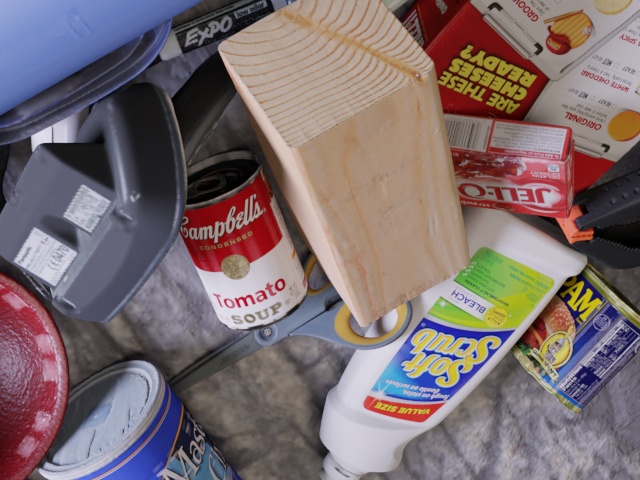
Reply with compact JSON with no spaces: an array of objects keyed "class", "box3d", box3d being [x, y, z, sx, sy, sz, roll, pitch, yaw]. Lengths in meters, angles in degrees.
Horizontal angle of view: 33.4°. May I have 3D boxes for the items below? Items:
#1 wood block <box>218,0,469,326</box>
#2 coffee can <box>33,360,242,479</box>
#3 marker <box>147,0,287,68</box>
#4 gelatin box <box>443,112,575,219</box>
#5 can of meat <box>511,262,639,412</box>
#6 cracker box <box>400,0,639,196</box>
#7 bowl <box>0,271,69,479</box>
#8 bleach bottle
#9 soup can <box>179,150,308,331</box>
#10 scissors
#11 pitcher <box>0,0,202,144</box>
[{"class":"wood block","box3d":[0.023,-0.046,0.645,0.090,0.091,0.206,-30,147,-5]},{"class":"coffee can","box3d":[-0.119,0.169,0.748,0.103,0.103,0.140,-32,118,0]},{"class":"marker","box3d":[-0.073,-0.132,0.672,0.121,0.020,0.020,-23,117,-4]},{"class":"gelatin box","box3d":[0.118,-0.047,0.688,0.089,0.030,0.073,9,155,18]},{"class":"can of meat","box3d":[0.186,0.065,0.786,0.057,0.102,0.084,35,103,-27]},{"class":"cracker box","box3d":[0.172,-0.152,0.670,0.164,0.072,0.214,28,123,-23]},{"class":"bowl","box3d":[-0.247,0.092,0.686,0.161,0.055,0.162,0,90,-32]},{"class":"bleach bottle","box3d":[0.082,0.086,0.788,0.102,0.068,0.251,27,106,-18]},{"class":"soup can","box3d":[-0.055,0.001,0.710,0.068,0.068,0.102,-23,118,-4]},{"class":"scissors","box3d":[-0.018,0.074,0.756,0.202,0.016,0.096,-45,76,6]},{"class":"pitcher","box3d":[-0.136,-0.140,0.543,0.243,0.149,0.145,-24,102,7]}]
